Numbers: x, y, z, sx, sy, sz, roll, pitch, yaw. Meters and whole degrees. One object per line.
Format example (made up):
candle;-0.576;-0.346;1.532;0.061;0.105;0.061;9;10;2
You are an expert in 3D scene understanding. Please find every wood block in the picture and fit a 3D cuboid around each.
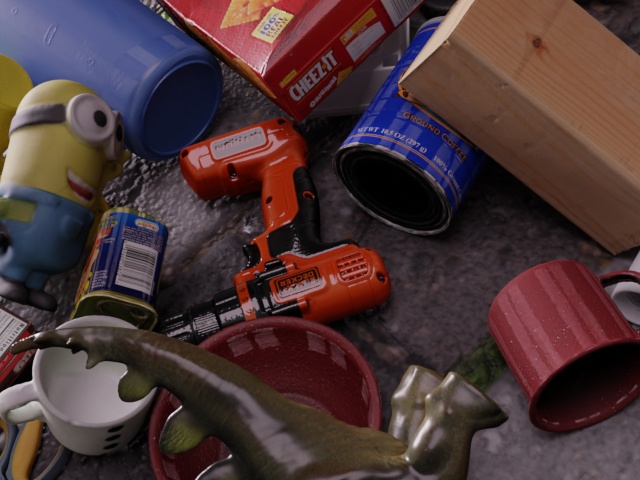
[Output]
wood block;0.173;-0.094;0.757;0.206;0.090;0.090;38;67;-7

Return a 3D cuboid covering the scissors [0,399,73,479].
scissors;-0.241;0.200;0.763;0.096;0.016;0.201;9;58;22

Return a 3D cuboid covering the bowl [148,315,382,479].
bowl;-0.033;0.134;0.733;0.162;0.055;0.162;-7;54;9

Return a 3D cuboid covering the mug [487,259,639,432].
mug;0.173;0.061;0.710;0.117;0.093;0.081;-34;48;10

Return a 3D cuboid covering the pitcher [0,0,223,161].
pitcher;-0.209;-0.161;0.951;0.243;0.149;0.144;35;54;28

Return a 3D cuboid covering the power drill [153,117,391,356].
power drill;-0.055;0.001;0.833;0.184;0.057;0.188;-17;56;-3

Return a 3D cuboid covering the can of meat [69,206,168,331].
can of meat;-0.153;0.036;0.805;0.057;0.102;0.084;17;51;-16

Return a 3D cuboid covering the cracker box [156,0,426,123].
cracker box;-0.031;-0.216;0.893;0.164;0.072;0.214;-44;49;-3

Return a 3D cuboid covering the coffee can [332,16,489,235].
coffee can;0.087;-0.090;0.831;0.103;0.103;0.140;21;63;26
